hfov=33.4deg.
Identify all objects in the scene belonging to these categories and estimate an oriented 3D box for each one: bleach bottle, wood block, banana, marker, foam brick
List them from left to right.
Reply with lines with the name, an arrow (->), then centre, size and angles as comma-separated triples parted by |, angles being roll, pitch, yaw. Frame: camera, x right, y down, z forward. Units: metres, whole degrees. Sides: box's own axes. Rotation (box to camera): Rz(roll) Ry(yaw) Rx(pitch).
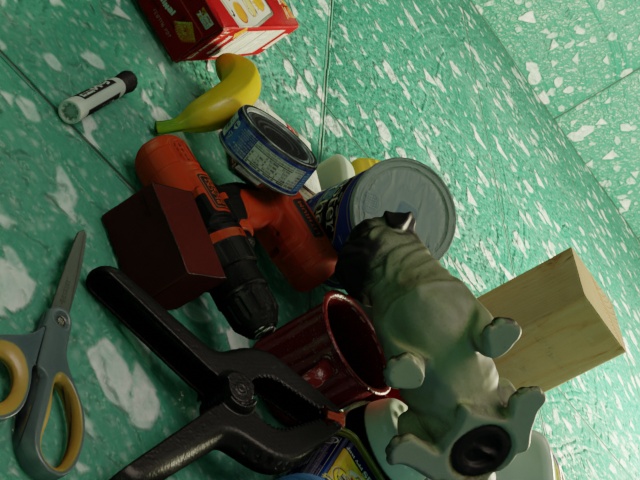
marker -> -0.174, -0.116, 0.848 | 0.020, 0.020, 0.121 | 55, 21, -9
foam brick -> -0.113, 0.005, 0.775 | 0.051, 0.053, 0.078 | 14, 49, -61
banana -> -0.089, -0.140, 0.983 | 0.197, 0.069, 0.037 | -63, 162, -62
wood block -> 0.199, 0.109, 1.116 | 0.090, 0.206, 0.090 | 50, 23, -23
bleach bottle -> 0.194, 0.225, 0.982 | 0.250, 0.068, 0.102 | 30, 55, -70

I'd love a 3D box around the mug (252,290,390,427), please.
mug -> -0.005, 0.102, 0.846 | 0.093, 0.082, 0.117 | 58, 21, -4

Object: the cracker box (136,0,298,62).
cracker box -> -0.123, -0.269, 1.094 | 0.164, 0.072, 0.213 | 58, 22, 0

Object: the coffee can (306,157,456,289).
coffee can -> 0.047, -0.012, 0.989 | 0.102, 0.140, 0.103 | 4, 80, -22

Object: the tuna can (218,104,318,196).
tuna can -> -0.044, -0.078, 0.920 | 0.086, 0.034, 0.086 | 37, 17, -13

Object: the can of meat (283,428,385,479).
can of meat -> 0.013, 0.203, 0.787 | 0.102, 0.058, 0.083 | 58, 23, -4

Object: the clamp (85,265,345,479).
clamp -> -0.067, 0.116, 0.716 | 0.209, 0.036, 0.164 | 26, 39, -33

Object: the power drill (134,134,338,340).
power drill -> -0.056, 0.001, 0.882 | 0.184, 0.057, 0.187 | 59, 19, 18

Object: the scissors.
scissors -> -0.173, 0.048, 0.637 | 0.096, 0.016, 0.202 | 38, 29, -42
